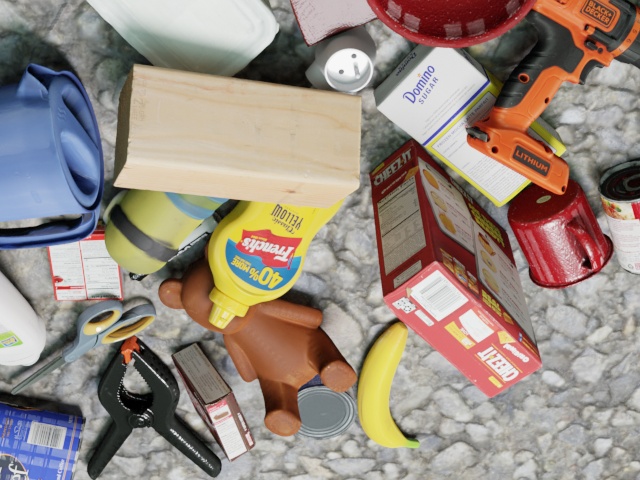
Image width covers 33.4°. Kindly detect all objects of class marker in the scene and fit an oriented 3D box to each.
[{"bbox_3d":[-0.156,0.008,1.130,0.121,0.020,0.020,-33,120,18],"label":"marker"}]

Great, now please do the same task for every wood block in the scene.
[{"bbox_3d":[-0.076,-0.090,0.961,0.205,0.090,0.091,6,167,-18],"label":"wood block"}]

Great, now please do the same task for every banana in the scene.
[{"bbox_3d":[0.075,0.179,1.253,0.069,0.037,0.198,-22,129,-18],"label":"banana"}]

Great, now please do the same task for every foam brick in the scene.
[{"bbox_3d":[0.013,-0.220,0.963,0.078,0.053,0.051,-21,123,9],"label":"foam brick"}]

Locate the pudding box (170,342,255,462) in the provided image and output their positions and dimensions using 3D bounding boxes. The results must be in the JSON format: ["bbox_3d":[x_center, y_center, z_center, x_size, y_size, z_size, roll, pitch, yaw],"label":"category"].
[{"bbox_3d":[-0.121,0.179,1.193,0.039,0.114,0.090,-30,125,-16],"label":"pudding box"}]

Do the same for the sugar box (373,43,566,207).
[{"bbox_3d":[0.146,-0.118,1.045,0.176,0.048,0.093,38,113,-21],"label":"sugar box"}]

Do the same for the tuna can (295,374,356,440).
[{"bbox_3d":[-0.001,0.193,1.256,0.086,0.034,0.086,-1,124,-2],"label":"tuna can"}]

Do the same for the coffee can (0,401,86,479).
[{"bbox_3d":[-0.351,0.240,1.227,0.140,0.103,0.103,13,122,-12],"label":"coffee can"}]

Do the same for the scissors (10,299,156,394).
[{"bbox_3d":[-0.276,0.114,1.168,0.202,0.016,0.096,-26,153,6],"label":"scissors"}]

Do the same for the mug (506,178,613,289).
[{"bbox_3d":[0.247,-0.006,1.088,0.093,0.117,0.081,-33,117,-4],"label":"mug"}]

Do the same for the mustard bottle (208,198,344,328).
[{"bbox_3d":[-0.057,0.001,1.063,0.096,0.058,0.191,29,93,-22],"label":"mustard bottle"}]

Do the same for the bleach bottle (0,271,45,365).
[{"bbox_3d":[-0.353,0.074,1.088,0.102,0.068,0.251,-8,153,5],"label":"bleach bottle"}]

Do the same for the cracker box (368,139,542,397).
[{"bbox_3d":[0.126,0.024,1.039,0.072,0.213,0.164,-37,118,22],"label":"cracker box"}]

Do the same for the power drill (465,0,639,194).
[{"bbox_3d":[0.235,-0.142,0.996,0.184,0.057,0.188,25,96,-18],"label":"power drill"}]

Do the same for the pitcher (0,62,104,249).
[{"bbox_3d":[-0.332,-0.065,1.009,0.243,0.145,0.149,-9,83,7],"label":"pitcher"}]

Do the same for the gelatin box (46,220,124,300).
[{"bbox_3d":[-0.247,0.022,1.128,0.073,0.030,0.089,-2,125,-4],"label":"gelatin box"}]

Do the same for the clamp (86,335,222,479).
[{"bbox_3d":[-0.197,0.204,1.249,0.164,0.036,0.210,3,122,0],"label":"clamp"}]

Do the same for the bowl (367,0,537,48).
[{"bbox_3d":[0.112,-0.248,0.911,0.162,0.055,0.162,4,130,4],"label":"bowl"}]
